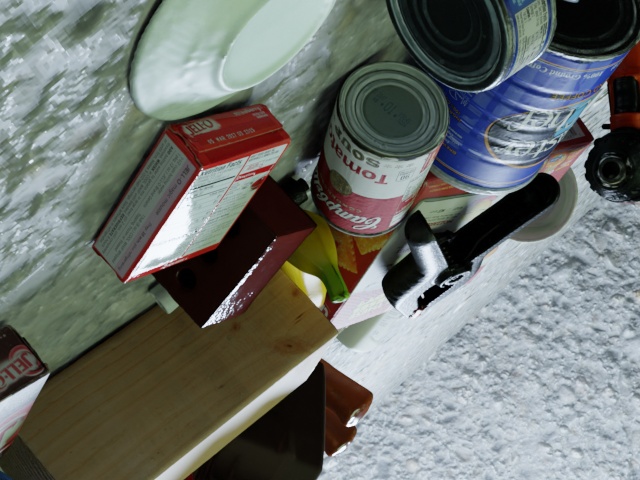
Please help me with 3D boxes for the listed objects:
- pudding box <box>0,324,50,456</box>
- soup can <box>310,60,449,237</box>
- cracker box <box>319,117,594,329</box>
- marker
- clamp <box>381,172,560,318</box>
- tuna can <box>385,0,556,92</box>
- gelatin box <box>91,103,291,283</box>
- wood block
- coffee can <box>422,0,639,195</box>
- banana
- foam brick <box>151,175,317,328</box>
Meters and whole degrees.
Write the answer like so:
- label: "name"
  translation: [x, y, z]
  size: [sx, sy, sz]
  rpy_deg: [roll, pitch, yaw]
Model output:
- label: "pudding box"
  translation: [-0.193, 0.099, 0.516]
  size: [0.113, 0.039, 0.090]
  rpy_deg: [-30, 163, -45]
- label: "soup can"
  translation: [0.035, -0.054, 0.652]
  size: [0.068, 0.068, 0.102]
  rpy_deg: [-38, 166, -23]
- label: "cracker box"
  translation: [0.085, -0.025, 0.830]
  size: [0.163, 0.072, 0.214]
  rpy_deg: [-16, 155, -31]
- label: "marker"
  translation: [-0.054, 0.001, 0.669]
  size: [0.121, 0.020, 0.020]
  rpy_deg: [-40, 167, -14]
- label: "clamp"
  translation: [0.083, 0.012, 0.756]
  size: [0.120, 0.039, 0.172]
  rpy_deg: [-7, 151, -31]
- label: "tuna can"
  translation: [0.071, -0.116, 0.520]
  size: [0.033, 0.086, 0.086]
  rpy_deg: [-36, 165, -25]
- label: "gelatin box"
  translation: [-0.064, -0.025, 0.533]
  size: [0.073, 0.030, 0.089]
  rpy_deg: [-24, 157, -53]
- label: "wood block"
  translation: [-0.099, 0.102, 0.701]
  size: [0.205, 0.090, 0.091]
  rpy_deg: [-36, 166, -31]
- label: "coffee can"
  translation: [0.121, -0.108, 0.660]
  size: [0.102, 0.103, 0.140]
  rpy_deg: [-35, 165, -31]
- label: "banana"
  translation: [-0.011, 0.014, 0.741]
  size: [0.037, 0.069, 0.198]
  rpy_deg: [-12, 177, -4]
- label: "foam brick"
  translation: [-0.052, 0.003, 0.610]
  size: [0.078, 0.053, 0.051]
  rpy_deg: [-50, 166, 25]
